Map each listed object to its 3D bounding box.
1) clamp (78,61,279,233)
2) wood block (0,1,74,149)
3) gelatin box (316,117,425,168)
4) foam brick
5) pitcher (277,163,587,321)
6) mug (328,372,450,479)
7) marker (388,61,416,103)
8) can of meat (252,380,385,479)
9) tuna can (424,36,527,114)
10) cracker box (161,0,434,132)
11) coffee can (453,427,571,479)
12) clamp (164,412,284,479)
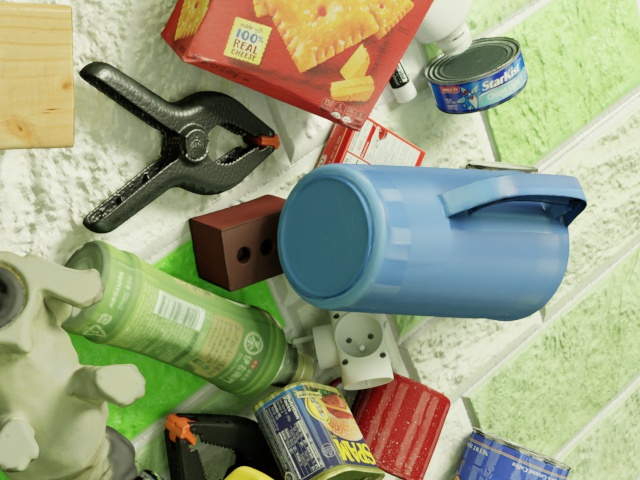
[{"bbox_3d":[-0.107,-0.080,0.792,0.171,0.039,0.120,-19,116,-39],"label":"clamp"},{"bbox_3d":[-0.261,-0.100,0.637,0.205,0.091,0.090,-6,104,-36],"label":"wood block"},{"bbox_3d":[0.040,-0.061,0.912,0.089,0.030,0.073,26,86,-39],"label":"gelatin box"},{"bbox_3d":[-0.056,0.001,0.840,0.078,0.051,0.053,-20,112,-33],"label":"foam brick"},{"bbox_3d":[0.091,-0.004,0.850,0.242,0.145,0.149,3,109,-47],"label":"pitcher"},{"bbox_3d":[0.054,0.159,0.946,0.117,0.093,0.081,23,79,-2],"label":"mug"},{"bbox_3d":[0.050,-0.170,0.901,0.020,0.020,0.121,-43,123,-22],"label":"marker"},{"bbox_3d":[-0.002,0.164,0.863,0.057,0.084,0.102,-35,154,14],"label":"can of meat"},{"bbox_3d":[0.136,-0.144,0.931,0.086,0.086,0.033,-36,121,-25],"label":"tuna can"},{"bbox_3d":[0.006,-0.204,0.779,0.164,0.072,0.214,19,109,-32],"label":"cracker box"},{"bbox_3d":[0.171,0.267,1.040,0.102,0.103,0.140,25,85,-38],"label":"coffee can"},{"bbox_3d":[-0.055,0.203,0.896,0.164,0.036,0.210,-45,126,-21],"label":"clamp"}]
